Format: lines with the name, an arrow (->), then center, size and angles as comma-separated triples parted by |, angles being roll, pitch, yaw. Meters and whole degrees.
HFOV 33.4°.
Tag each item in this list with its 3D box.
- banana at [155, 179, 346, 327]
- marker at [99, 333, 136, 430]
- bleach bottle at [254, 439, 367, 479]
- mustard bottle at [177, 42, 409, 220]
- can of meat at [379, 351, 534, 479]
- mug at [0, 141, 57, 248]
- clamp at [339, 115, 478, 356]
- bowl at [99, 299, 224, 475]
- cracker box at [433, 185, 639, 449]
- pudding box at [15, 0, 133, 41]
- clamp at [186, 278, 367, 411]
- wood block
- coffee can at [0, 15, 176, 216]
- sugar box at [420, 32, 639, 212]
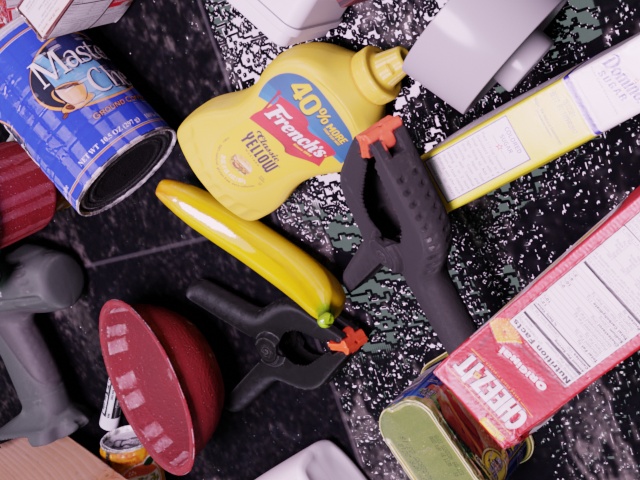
banana -> -0.046, 0.008, 0.837 | 0.198, 0.069, 0.037 | 35, 90, 28
marker -> -0.190, 0.128, 1.004 | 0.020, 0.020, 0.121 | 28, 121, 21
bleach bottle -> -0.052, 0.271, 0.947 | 0.102, 0.068, 0.251 | 52, 129, 5
mustard bottle -> -0.011, -0.089, 0.778 | 0.192, 0.058, 0.096 | -27, 108, 36
can of meat -> 0.099, 0.143, 0.784 | 0.058, 0.083, 0.102 | -37, 86, 37
mug -> -0.285, -0.040, 0.893 | 0.117, 0.081, 0.093 | 30, 122, 19
clamp -> 0.061, 0.010, 0.710 | 0.165, 0.036, 0.210 | 42, 156, 34
bowl -> -0.130, 0.117, 0.919 | 0.162, 0.055, 0.162 | 37, 138, 42
cracker box -> 0.187, 0.016, 0.628 | 0.072, 0.163, 0.214 | 49, 126, 9
pudding box -> -0.168, -0.206, 0.814 | 0.039, 0.089, 0.114 | 52, 127, 4
clamp -> -0.041, 0.076, 0.877 | 0.172, 0.039, 0.120 | -18, 103, 39
wood block -> -0.247, 0.251, 0.996 | 0.206, 0.090, 0.090 | 10, 115, 57
coffee can -> -0.201, -0.105, 0.867 | 0.140, 0.102, 0.103 | 48, 126, 8
sugar box -> 0.153, -0.080, 0.656 | 0.177, 0.093, 0.048 | -26, 94, 37
